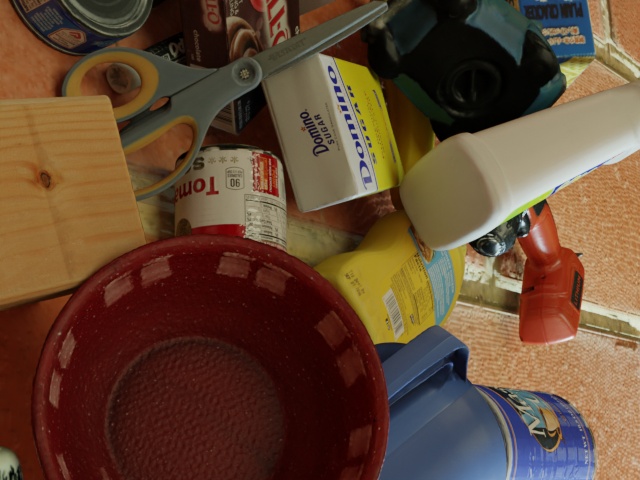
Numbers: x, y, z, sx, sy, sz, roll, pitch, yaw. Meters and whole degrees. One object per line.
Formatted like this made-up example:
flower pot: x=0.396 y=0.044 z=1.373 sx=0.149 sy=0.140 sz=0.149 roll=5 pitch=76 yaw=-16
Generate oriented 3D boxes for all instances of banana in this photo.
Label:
banana: x=0.063 y=-0.119 z=0.857 sx=0.069 sy=0.037 sz=0.198 roll=-5 pitch=83 yaw=-48

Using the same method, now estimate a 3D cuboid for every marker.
marker: x=-0.090 y=-0.121 z=0.674 sx=0.120 sy=0.020 sz=0.020 roll=-42 pitch=112 yaw=-49

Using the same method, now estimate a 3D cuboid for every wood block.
wood block: x=-0.184 y=-0.005 z=0.458 sx=0.205 sy=0.090 sz=0.091 roll=-13 pitch=88 yaw=-53

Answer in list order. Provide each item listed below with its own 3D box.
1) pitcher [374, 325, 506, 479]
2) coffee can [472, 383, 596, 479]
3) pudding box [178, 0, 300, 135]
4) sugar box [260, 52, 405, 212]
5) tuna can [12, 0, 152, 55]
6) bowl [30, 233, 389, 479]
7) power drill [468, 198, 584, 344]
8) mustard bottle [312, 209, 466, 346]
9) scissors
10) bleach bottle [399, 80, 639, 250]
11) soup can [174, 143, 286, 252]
pitcher: x=-0.003 y=0.151 z=0.603 sx=0.242 sy=0.145 sz=0.149 roll=-26 pitch=100 yaw=-49
coffee can: x=0.129 y=0.160 z=0.797 sx=0.140 sy=0.103 sz=0.103 roll=15 pitch=67 yaw=-50
pudding box: x=-0.048 y=-0.138 z=0.673 sx=0.089 sy=0.039 sz=0.113 roll=-52 pitch=153 yaw=-41
sugar box: x=0.014 y=-0.073 z=0.722 sx=0.176 sy=0.048 sz=0.093 roll=-26 pitch=99 yaw=-77
tuna can: x=-0.137 y=-0.152 z=0.611 sx=0.086 sy=0.034 sz=0.086 roll=20 pitch=63 yaw=-48
bowl: x=-0.052 y=0.081 z=0.495 sx=0.162 sy=0.055 sz=0.162 roll=6 pitch=68 yaw=-15
power drill: x=0.175 y=-0.002 z=0.908 sx=0.187 sy=0.057 sz=0.184 roll=66 pitch=31 yaw=-33
mustard bottle: x=0.059 y=0.030 z=0.785 sx=0.191 sy=0.058 sz=0.096 roll=-37 pitch=113 yaw=-51
scissors: x=-0.063 y=-0.105 z=0.616 sx=0.201 sy=0.016 sz=0.096 roll=-44 pitch=98 yaw=-8
bleach bottle: x=0.181 y=-0.071 z=0.790 sx=0.250 sy=0.103 sz=0.068 roll=-24 pitch=83 yaw=-30
soup can: x=-0.054 y=0.001 z=0.641 sx=0.068 sy=0.069 sz=0.102 roll=17 pitch=65 yaw=-49
